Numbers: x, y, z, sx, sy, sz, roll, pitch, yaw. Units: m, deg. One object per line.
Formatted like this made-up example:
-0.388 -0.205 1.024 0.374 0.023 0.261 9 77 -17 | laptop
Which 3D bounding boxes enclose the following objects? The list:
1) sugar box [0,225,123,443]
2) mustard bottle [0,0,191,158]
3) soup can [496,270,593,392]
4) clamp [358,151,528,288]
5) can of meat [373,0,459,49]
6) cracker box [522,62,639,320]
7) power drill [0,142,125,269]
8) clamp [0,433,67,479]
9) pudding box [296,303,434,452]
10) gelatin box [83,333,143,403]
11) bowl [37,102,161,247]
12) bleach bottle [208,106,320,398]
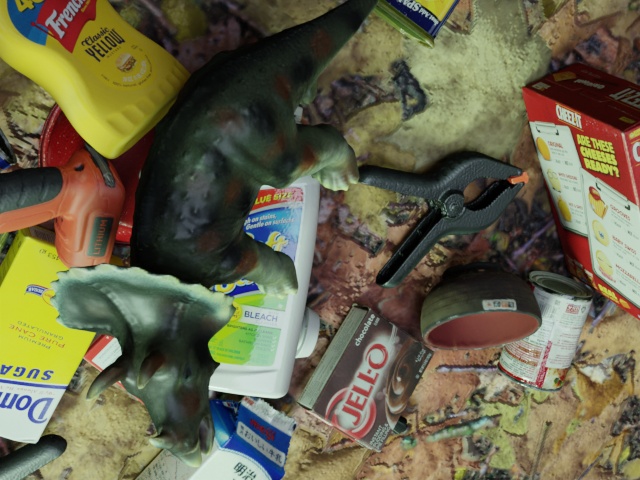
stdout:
-0.244 0.080 0.895 0.093 0.048 0.176 24 100 -26 | sugar box
-0.192 -0.155 0.787 0.191 0.058 0.096 44 52 -5 | mustard bottle
0.221 0.089 1.053 0.068 0.068 0.102 8 108 -23 | soup can
0.107 -0.042 0.976 0.171 0.039 0.120 -30 123 -13 | clamp
0.073 -0.222 0.880 0.102 0.057 0.084 30 97 -27 | can of meat
0.274 -0.039 0.965 0.072 0.164 0.213 -26 118 -10 | cracker box
-0.244 0.003 0.775 0.187 0.057 0.185 -12 141 -36 | power drill
-0.324 0.233 0.933 0.209 0.036 0.165 10 110 -20 | clamp
0.043 0.130 1.007 0.090 0.039 0.113 35 77 -28 | pudding box
-0.155 0.096 0.943 0.073 0.030 0.089 -45 119 1 | gelatin box
-0.145 -0.061 0.868 0.162 0.055 0.162 -7 113 -17 | bowl
-0.056 0.001 0.904 0.102 0.068 0.251 8 94 0 | bleach bottle
